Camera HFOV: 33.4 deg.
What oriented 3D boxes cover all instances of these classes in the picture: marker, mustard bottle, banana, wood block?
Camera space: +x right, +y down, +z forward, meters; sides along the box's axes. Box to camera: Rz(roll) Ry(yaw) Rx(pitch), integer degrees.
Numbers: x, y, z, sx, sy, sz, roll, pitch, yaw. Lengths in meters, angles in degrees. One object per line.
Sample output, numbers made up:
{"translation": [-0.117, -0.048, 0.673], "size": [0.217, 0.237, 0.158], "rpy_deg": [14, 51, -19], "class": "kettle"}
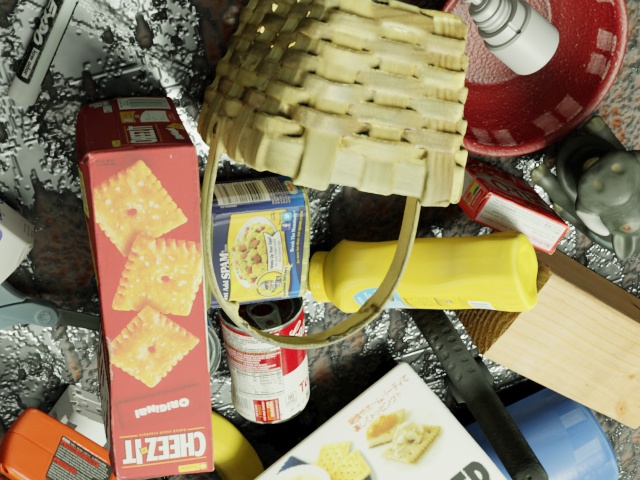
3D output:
{"translation": [-0.173, -0.143, 0.695], "size": [0.020, 0.020, 0.121], "rpy_deg": [19, 114, -29], "class": "marker"}
{"translation": [0.067, 0.027, 0.832], "size": [0.192, 0.058, 0.096], "rpy_deg": [-3, 167, 21], "class": "mustard bottle"}
{"translation": [-0.091, 0.190, 0.922], "size": [0.037, 0.069, 0.197], "rpy_deg": [1, 135, 35], "class": "banana"}
{"translation": [0.221, 0.076, 0.935], "size": [0.205, 0.091, 0.090], "rpy_deg": [27, 110, -31], "class": "wood block"}

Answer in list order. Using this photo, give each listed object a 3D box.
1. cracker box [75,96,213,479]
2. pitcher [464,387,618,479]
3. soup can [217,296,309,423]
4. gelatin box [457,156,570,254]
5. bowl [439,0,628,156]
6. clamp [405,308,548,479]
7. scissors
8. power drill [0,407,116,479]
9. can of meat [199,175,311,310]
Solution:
{"translation": [-0.118, 0.024, 0.706], "size": [0.072, 0.164, 0.214], "rpy_deg": [-4, 109, -12], "class": "cracker box"}
{"translation": [0.153, 0.243, 1.002], "size": [0.242, 0.145, 0.149], "rpy_deg": [-28, 161, -4], "class": "pitcher"}
{"translation": [-0.045, 0.090, 0.865], "size": [0.068, 0.068, 0.102], "rpy_deg": [-12, 126, -12], "class": "soup can"}
{"translation": [0.145, -0.031, 0.847], "size": [0.089, 0.073, 0.030], "rpy_deg": [20, 113, -29], "class": "gelatin box"}
{"translation": [0.140, -0.144, 0.781], "size": [0.162, 0.055, 0.162], "rpy_deg": [-9, 125, -14], "class": "bowl"}
{"translation": [0.124, 0.119, 0.872], "size": [0.036, 0.164, 0.210], "rpy_deg": [-32, 83, 1], "class": "clamp"}
{"translation": [-0.221, 0.066, 0.799], "size": [0.201, 0.016, 0.096], "rpy_deg": [28, 112, -20], "class": "scissors"}
{"translation": [-0.253, 0.183, 0.816], "size": [0.184, 0.057, 0.188], "rpy_deg": [38, 138, -28], "class": "power drill"}
{"translation": [-0.055, 0.001, 0.810], "size": [0.083, 0.057, 0.102], "rpy_deg": [-6, 124, -17], "class": "can of meat"}
